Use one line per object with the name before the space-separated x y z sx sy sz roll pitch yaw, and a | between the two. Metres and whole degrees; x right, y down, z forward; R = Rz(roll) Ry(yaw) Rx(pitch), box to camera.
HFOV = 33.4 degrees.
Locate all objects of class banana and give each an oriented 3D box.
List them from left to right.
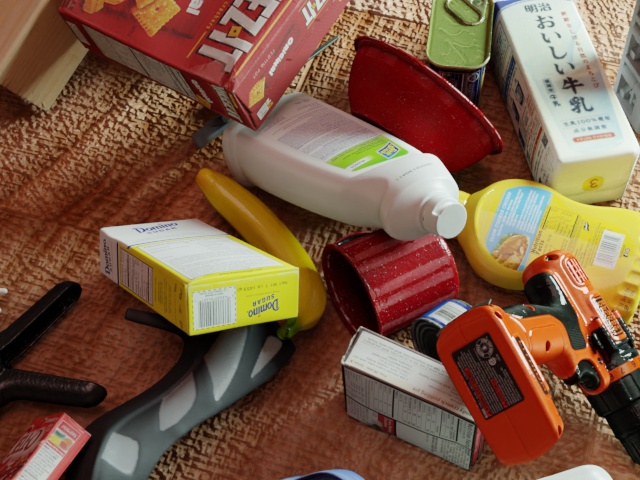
banana | -0.043 0.008 0.903 0.037 0.069 0.198 -47 51 18

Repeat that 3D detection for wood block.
wood block | -0.254 -0.240 1.013 0.090 0.090 0.206 34 90 24

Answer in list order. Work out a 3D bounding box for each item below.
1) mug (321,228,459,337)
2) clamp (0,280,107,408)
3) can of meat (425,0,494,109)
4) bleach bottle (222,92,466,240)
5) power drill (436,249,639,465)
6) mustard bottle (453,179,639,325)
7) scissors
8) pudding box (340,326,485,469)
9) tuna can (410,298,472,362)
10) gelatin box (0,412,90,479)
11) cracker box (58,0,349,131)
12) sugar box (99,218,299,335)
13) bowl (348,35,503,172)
mug | 0.053 0.026 0.875 0.081 0.093 0.117 -24 34 -18
clamp | -0.260 0.096 0.866 0.171 0.039 0.120 -10 47 -3
can of meat | 0.128 -0.171 1.000 0.057 0.084 0.102 6 56 6
bleach bottle | 0.022 -0.053 0.878 0.102 0.068 0.251 -31 35 -20
power drill | 0.175 0.099 0.766 0.187 0.057 0.184 -9 65 -53
mustard bottle | 0.180 -0.001 0.897 0.192 0.058 0.096 19 69 15
scissors | -0.038 -0.153 1.001 0.201 0.096 0.016 -41 95 -20
pudding box | 0.072 0.120 0.803 0.114 0.090 0.039 21 60 17
tuna can | 0.110 0.088 0.825 0.033 0.086 0.086 -32 60 -20
gelatin box | -0.214 0.165 0.789 0.030 0.089 0.073 43 63 -14
cracker box | -0.103 -0.215 0.944 0.214 0.072 0.164 28 77 27
sugar box | -0.100 0.024 0.839 0.093 0.048 0.176 -7 14 -30
bowl | 0.078 -0.106 0.930 0.162 0.162 0.055 36 87 24
